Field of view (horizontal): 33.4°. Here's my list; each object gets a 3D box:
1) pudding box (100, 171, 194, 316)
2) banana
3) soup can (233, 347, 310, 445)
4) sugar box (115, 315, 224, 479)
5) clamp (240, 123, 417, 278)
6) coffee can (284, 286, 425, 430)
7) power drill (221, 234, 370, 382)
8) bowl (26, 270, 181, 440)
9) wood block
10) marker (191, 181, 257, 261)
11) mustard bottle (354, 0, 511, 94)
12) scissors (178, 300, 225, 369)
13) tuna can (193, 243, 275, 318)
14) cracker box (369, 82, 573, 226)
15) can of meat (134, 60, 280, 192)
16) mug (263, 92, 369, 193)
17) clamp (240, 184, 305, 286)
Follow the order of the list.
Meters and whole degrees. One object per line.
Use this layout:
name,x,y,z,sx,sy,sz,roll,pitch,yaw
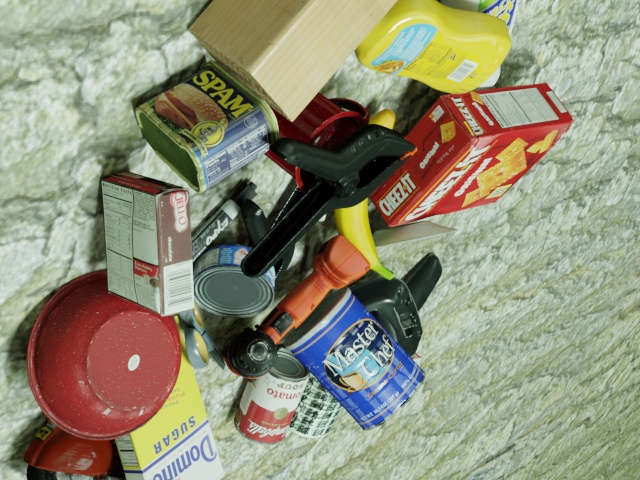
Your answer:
pudding box,-0.153,0.001,0.942,0.039,0.090,0.113,-13,111,-40
banana,0.049,-0.052,1.191,0.037,0.069,0.198,-71,161,-67
soup can,-0.059,0.190,1.304,0.068,0.069,0.102,-9,128,-47
sugar box,-0.165,0.173,1.078,0.093,0.176,0.048,-19,-179,-40
clamp,0.009,-0.051,1.014,0.209,0.036,0.165,-24,148,-42
coffee can,0.041,0.140,1.268,0.103,0.140,0.103,-42,-174,5
power drill,-0.030,0.077,1.173,0.187,0.057,0.184,-44,-178,-13
bowl,-0.188,0.110,0.997,0.161,0.055,0.162,0,91,-37
wood block,-0.003,-0.221,0.933,0.206,0.091,0.090,-49,148,-2
marker,-0.108,-0.014,1.080,0.121,0.020,0.020,-47,148,-6
mustard bottle,0.090,-0.203,1.065,0.191,0.058,0.096,9,149,-31
scissors,-0.123,0.123,1.147,0.016,0.096,0.201,-15,141,2
tuna can,-0.090,0.042,1.102,0.086,0.033,0.086,2,140,1
cracker box,0.177,-0.101,1.254,0.213,0.072,0.164,-14,154,-45
can of meat,-0.099,-0.099,0.928,0.083,0.102,0.057,-34,145,-21
mug,-0.005,-0.110,1.051,0.117,0.082,0.093,-33,144,-26
clamp,-0.057,0.001,1.131,0.120,0.039,0.172,-18,138,-46
